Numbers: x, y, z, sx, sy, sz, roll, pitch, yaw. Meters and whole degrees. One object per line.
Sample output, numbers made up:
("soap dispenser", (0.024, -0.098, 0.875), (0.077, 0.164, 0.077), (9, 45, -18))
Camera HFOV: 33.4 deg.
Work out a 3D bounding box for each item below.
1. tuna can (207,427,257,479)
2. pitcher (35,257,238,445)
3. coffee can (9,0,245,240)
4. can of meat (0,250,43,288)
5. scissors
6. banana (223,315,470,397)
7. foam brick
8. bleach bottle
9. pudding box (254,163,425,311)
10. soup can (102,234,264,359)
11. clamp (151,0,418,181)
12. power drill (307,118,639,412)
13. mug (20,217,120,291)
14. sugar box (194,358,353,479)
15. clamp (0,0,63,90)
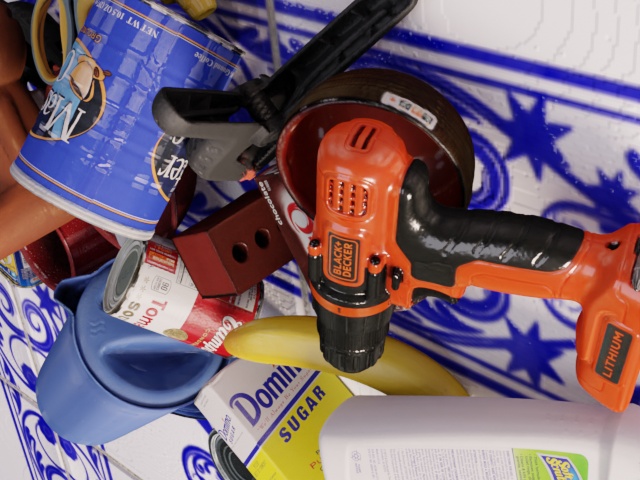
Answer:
("tuna can", (-0.061, 0.194, 0.947), (0.086, 0.033, 0.086), (30, 136, 33))
("pitcher", (-0.170, 0.115, 0.953), (0.149, 0.144, 0.243), (66, 149, 10))
("coffee can", (-0.126, -0.085, 0.701), (0.103, 0.102, 0.140), (32, 97, 32))
("can of meat", (-0.311, -0.010, 1.075), (0.102, 0.057, 0.084), (34, 141, 30))
("scissors", (-0.171, -0.208, 0.755), (0.096, 0.016, 0.202), (12, 102, 29))
("banana", (0.026, 0.089, 0.723), (0.198, 0.037, 0.070), (24, 119, 11))
("foam brick", (-0.055, 0.001, 0.759), (0.051, 0.078, 0.053), (-10, 110, 52))
("bleach bottle", (0.124, 0.143, 0.633), (0.251, 0.068, 0.102), (-4, 111, 34))
("pudding box", (0.015, -0.006, 0.702), (0.090, 0.039, 0.113), (-11, 107, 53))
("soup can", (-0.102, 0.040, 0.796), (0.102, 0.068, 0.069), (23, 153, -24))
("clamp", (-0.042, -0.075, 0.638), (0.036, 0.164, 0.210), (58, 155, 6))
("power drill", (0.082, 0.030, 0.576), (0.188, 0.057, 0.184), (15, 140, 14))
("mug", (-0.216, -0.009, 0.939), (0.117, 0.081, 0.093), (-27, 94, 54))
("sugar box", (-0.003, 0.156, 0.800), (0.176, 0.093, 0.048), (49, 143, 12))
("clamp", (-0.261, -0.166, 0.914), (0.172, 0.039, 0.120), (34, 152, 26))
